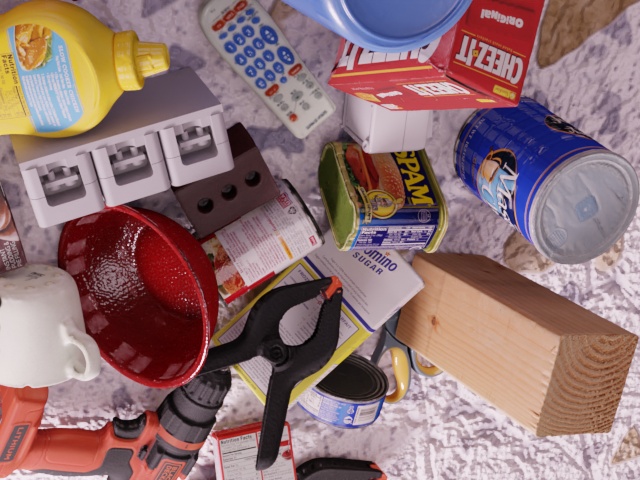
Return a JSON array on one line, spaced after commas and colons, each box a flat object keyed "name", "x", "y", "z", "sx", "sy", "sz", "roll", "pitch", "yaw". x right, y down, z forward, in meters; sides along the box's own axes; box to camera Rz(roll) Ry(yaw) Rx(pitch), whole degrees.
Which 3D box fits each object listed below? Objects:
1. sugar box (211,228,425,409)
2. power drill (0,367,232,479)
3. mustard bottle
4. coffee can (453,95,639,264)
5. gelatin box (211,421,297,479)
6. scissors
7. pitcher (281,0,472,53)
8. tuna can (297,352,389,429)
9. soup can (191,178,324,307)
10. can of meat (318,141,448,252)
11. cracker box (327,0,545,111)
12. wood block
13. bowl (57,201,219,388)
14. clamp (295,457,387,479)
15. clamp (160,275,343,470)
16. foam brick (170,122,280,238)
[{"name": "sugar box", "x": -0.002, "y": 0.063, "z": 0.942, "sx": 0.176, "sy": 0.093, "sz": 0.048, "roll": -41, "pitch": 170, "yaw": 1}, {"name": "power drill", "x": -0.187, "y": 0.160, "z": 0.924, "sx": 0.187, "sy": 0.057, "sz": 0.185, "roll": 18, "pitch": 116, "yaw": -28}, {"name": "mustard bottle", "x": -0.200, "y": -0.117, "z": 0.741, "sx": 0.191, "sy": 0.058, "sz": 0.096, "roll": -6, "pitch": 120, "yaw": 4}, {"name": "coffee can", "x": 0.193, "y": -0.056, "z": 0.929, "sx": 0.102, "sy": 0.140, "sz": 0.103, "roll": -10, "pitch": 120, "yaw": -18}, {"name": "gelatin box", "x": -0.062, "y": 0.219, "z": 1.019, "sx": 0.073, "sy": 0.030, "sz": 0.089, "roll": -9, "pitch": 93, "yaw": -19}, {"name": "scissors", "x": 0.085, "y": 0.070, "z": 1.028, "sx": 0.096, "sy": 0.016, "sz": 0.202, "roll": -10, "pitch": 120, "yaw": -20}, {"name": "pitcher", "x": 0.015, "y": -0.217, "z": 0.703, "sx": 0.144, "sy": 0.243, "sz": 0.149, "roll": -4, "pitch": 118, "yaw": -22}, {"name": "tuna can", "x": 0.019, "y": 0.138, "z": 0.993, "sx": 0.086, "sy": 0.086, "sz": 0.034, "roll": 3, "pitch": 117, "yaw": -25}, {"name": "soup can", "x": -0.056, "y": 0.001, "z": 0.898, "sx": 0.102, "sy": 0.069, "sz": 0.068, "roll": -32, "pitch": 124, "yaw": -5}, {"name": "can of meat", "x": 0.050, "y": -0.038, "z": 0.902, "sx": 0.083, "sy": 0.102, "sz": 0.057, "roll": -1, "pitch": 141, "yaw": -20}, {"name": "cracker box", "x": 0.092, "y": -0.204, "z": 0.753, "sx": 0.072, "sy": 0.164, "sz": 0.214, "roll": 17, "pitch": 87, "yaw": -27}, {"name": "wood block", "x": 0.166, "y": 0.085, "z": 0.944, "sx": 0.090, "sy": 0.206, "sz": 0.091, "roll": 3, "pitch": 106, "yaw": -32}, {"name": "bowl", "x": -0.135, "y": 0.035, "z": 0.855, "sx": 0.055, "sy": 0.162, "sz": 0.162, "roll": -33, "pitch": 133, "yaw": -47}, {"name": "clamp", "x": -0.029, "y": 0.286, "z": 1.079, "sx": 0.209, "sy": 0.036, "sz": 0.164, "roll": -17, "pitch": 113, "yaw": -17}, {"name": "clamp", "x": -0.036, "y": 0.105, "z": 0.894, "sx": 0.171, "sy": 0.039, "sz": 0.120, "roll": -40, "pitch": 99, "yaw": -5}, {"name": "foam brick", "x": -0.081, "y": -0.049, "z": 0.869, "sx": 0.078, "sy": 0.051, "sz": 0.053, "roll": -30, "pitch": 125, "yaw": -6}]
